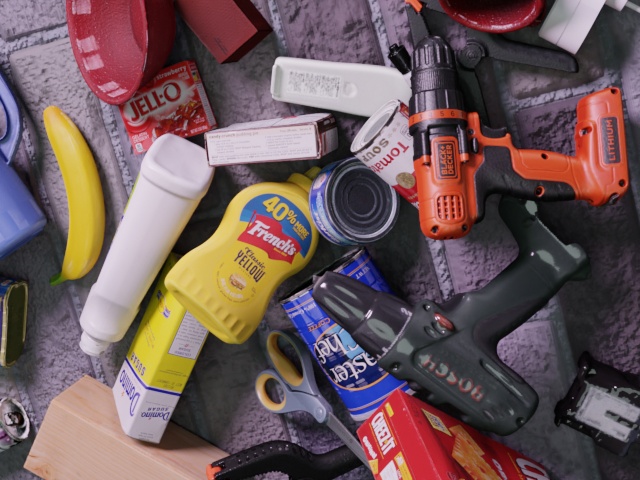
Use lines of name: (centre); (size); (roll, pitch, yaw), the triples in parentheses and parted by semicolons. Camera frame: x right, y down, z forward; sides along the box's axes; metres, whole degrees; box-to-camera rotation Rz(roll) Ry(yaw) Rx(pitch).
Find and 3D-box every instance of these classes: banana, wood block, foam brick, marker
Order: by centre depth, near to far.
marker: (0.102, -0.135, 1.010); (0.020, 0.020, 0.121); (-32, 108, 18)
foam brick: (-0.095, -0.217, 1.036); (0.053, 0.051, 0.078); (-38, 92, 19)
banana: (-0.260, -0.041, 1.124); (0.070, 0.037, 0.198); (6, 104, 11)
wood block: (-0.197, 0.242, 1.147); (0.206, 0.090, 0.091); (28, 107, 6)

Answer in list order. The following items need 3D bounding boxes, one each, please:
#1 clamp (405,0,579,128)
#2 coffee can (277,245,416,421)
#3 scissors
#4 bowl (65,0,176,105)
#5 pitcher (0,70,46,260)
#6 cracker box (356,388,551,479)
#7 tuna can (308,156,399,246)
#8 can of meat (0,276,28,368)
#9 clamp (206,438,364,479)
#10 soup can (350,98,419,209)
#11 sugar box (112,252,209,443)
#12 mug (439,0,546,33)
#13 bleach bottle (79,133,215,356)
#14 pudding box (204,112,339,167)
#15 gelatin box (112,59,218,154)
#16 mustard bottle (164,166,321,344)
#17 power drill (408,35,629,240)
clamp: (0.140, -0.163, 0.999); (0.171, 0.039, 0.120); (35, 99, 3)
coffee can: (0.038, 0.091, 1.049); (0.103, 0.102, 0.140); (-32, 94, 18)
scissors: (-0.010, 0.180, 1.077); (0.096, 0.016, 0.202); (-54, 54, 33)
bowl: (-0.187, -0.214, 1.034); (0.162, 0.055, 0.162); (22, 118, 47)
pitcher: (-0.385, -0.091, 1.101); (0.149, 0.144, 0.243); (-28, 100, 44)
cracker box: (0.150, 0.245, 0.982); (0.213, 0.164, 0.072); (30, 110, -29)
tuna can: (0.034, -0.038, 1.031); (0.086, 0.034, 0.086); (3, 84, -27)
can of meat: (-0.371, 0.084, 1.169); (0.084, 0.057, 0.102); (10, 105, 9)
clamp: (-0.011, 0.244, 1.093); (0.209, 0.036, 0.165); (18, 104, -21)
soup can: (0.087, -0.077, 1.004); (0.102, 0.068, 0.069); (39, 109, -14)
sugar box: (-0.162, 0.111, 1.104); (0.048, 0.093, 0.176); (19, 108, -27)
mug: (0.164, -0.238, 0.946); (0.117, 0.081, 0.093); (34, 149, -32)
bleach bottle: (-0.188, 0.019, 1.079); (0.068, 0.102, 0.251); (26, 115, -8)
pudding box: (-0.046, -0.096, 1.032); (0.113, 0.090, 0.039); (-6, 101, 14)
gelatin box: (-0.158, -0.135, 1.081); (0.089, 0.030, 0.073); (-16, 98, 16)
mustard bottle: (-0.057, 0.001, 1.036); (0.096, 0.058, 0.191); (44, 70, -14)
power drill: (0.172, -0.095, 0.949); (0.187, 0.057, 0.184); (-3, 83, -2)
